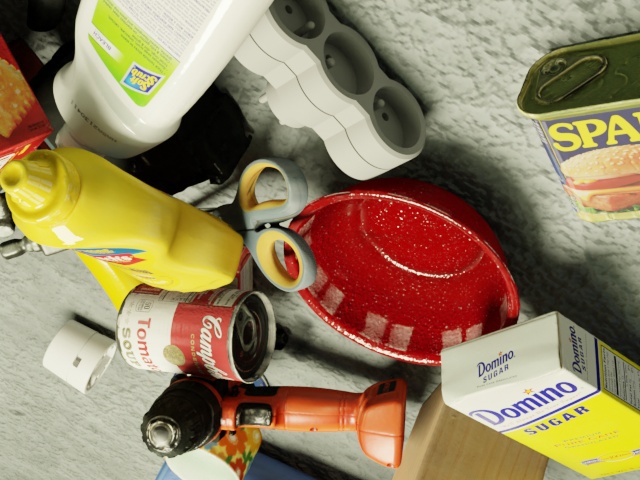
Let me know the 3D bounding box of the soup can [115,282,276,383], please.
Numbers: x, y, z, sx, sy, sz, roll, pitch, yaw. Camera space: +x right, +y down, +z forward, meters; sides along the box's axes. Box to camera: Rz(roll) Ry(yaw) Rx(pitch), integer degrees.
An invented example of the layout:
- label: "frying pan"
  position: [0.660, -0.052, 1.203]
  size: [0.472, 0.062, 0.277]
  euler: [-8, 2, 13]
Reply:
- label: "soup can"
  position: [-0.094, 0.068, 0.803]
  size: [0.102, 0.068, 0.068]
  euler: [3, 135, 26]

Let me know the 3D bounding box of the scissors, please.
- label: "scissors"
  position: [-0.055, 0.001, 0.732]
  size: [0.202, 0.016, 0.096]
  euler: [-29, 79, 59]

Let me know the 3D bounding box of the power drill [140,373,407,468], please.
- label: "power drill"
  position: [-0.030, 0.132, 0.805]
  size: [0.188, 0.184, 0.057]
  euler: [5, 94, 7]

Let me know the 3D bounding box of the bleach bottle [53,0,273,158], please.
- label: "bleach bottle"
  position: [-0.087, -0.133, 0.578]
  size: [0.102, 0.068, 0.251]
  euler: [46, 128, 3]

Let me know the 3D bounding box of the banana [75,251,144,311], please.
- label: "banana"
  position: [-0.169, 0.040, 0.890]
  size: [0.070, 0.037, 0.198]
  euler: [7, 136, 25]

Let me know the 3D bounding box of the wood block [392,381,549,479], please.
- label: "wood block"
  position: [0.095, 0.203, 0.777]
  size: [0.090, 0.205, 0.091]
  euler: [28, 141, 0]

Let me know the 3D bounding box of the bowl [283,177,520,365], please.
- label: "bowl"
  position: [0.059, 0.011, 0.708]
  size: [0.162, 0.055, 0.162]
  euler: [17, 140, 14]

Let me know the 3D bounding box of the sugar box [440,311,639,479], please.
- label: "sugar box"
  position: [0.170, 0.109, 0.709]
  size: [0.176, 0.048, 0.094]
  euler: [28, 142, -37]

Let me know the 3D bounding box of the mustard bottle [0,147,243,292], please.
- label: "mustard bottle"
  position: [-0.126, -0.014, 0.639]
  size: [0.096, 0.058, 0.191]
  euler: [12, 172, 23]
